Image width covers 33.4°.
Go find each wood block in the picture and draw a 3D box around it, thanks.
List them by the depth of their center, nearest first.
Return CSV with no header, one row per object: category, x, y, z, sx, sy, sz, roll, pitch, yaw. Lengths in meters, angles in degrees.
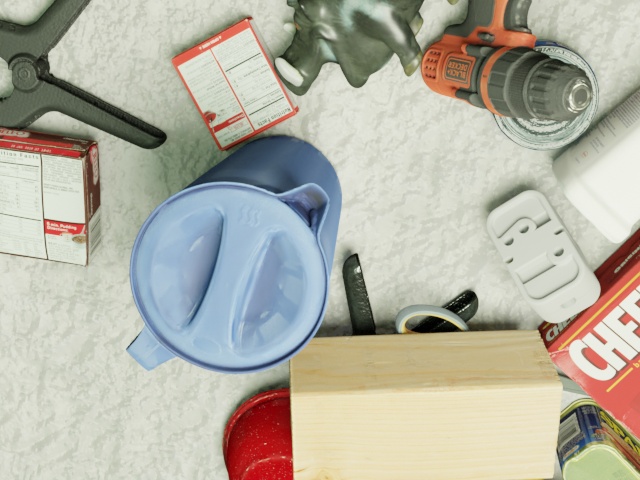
wood block,0.079,0.133,0.857,0.206,0.090,0.091,-2,116,-2

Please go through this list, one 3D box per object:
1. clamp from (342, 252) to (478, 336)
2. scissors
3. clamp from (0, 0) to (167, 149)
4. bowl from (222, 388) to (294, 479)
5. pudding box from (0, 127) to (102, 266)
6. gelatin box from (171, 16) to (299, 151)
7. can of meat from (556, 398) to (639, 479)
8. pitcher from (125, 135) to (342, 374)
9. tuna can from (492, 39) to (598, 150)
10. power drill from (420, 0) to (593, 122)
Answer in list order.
clamp,0.047,0.092,0.926,0.120,0.039,0.172,28,107,-3
scissors,0.140,0.121,0.916,0.201,0.016,0.096,30,109,-17
clamp,-0.239,-0.153,0.892,0.210,0.036,0.164,-2,106,8
bowl,-0.020,0.213,0.944,0.162,0.055,0.162,7,117,14
pudding box,-0.236,-0.037,0.911,0.090,0.039,0.113,9,122,5
gelatin box,-0.069,-0.128,0.882,0.073,0.030,0.089,-26,102,12
can of meat,0.246,0.196,0.909,0.102,0.084,0.057,45,106,-6
pitcher,-0.055,0.001,0.806,0.149,0.242,0.145,1,106,6
tuna can,0.178,-0.116,0.853,0.086,0.033,0.086,2,106,6
power drill,0.146,-0.184,0.774,0.057,0.185,0.188,7,102,-29
